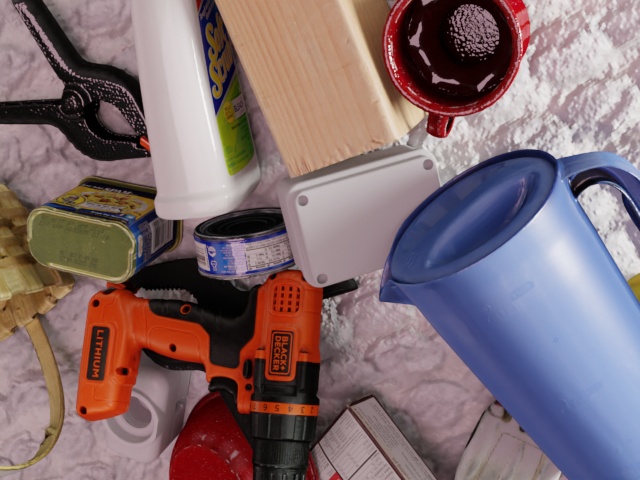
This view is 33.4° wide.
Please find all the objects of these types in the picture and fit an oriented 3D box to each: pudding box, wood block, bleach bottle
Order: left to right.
[{"bbox_3d":[-0.103,-0.149,0.785,0.068,0.102,0.251,-4,108,17],"label":"bleach bottle"},{"bbox_3d":[-0.009,-0.162,0.753,0.091,0.090,0.206,-17,103,26],"label":"wood block"},{"bbox_3d":[0.042,0.197,0.869,0.113,0.039,0.090,51,126,21],"label":"pudding box"}]

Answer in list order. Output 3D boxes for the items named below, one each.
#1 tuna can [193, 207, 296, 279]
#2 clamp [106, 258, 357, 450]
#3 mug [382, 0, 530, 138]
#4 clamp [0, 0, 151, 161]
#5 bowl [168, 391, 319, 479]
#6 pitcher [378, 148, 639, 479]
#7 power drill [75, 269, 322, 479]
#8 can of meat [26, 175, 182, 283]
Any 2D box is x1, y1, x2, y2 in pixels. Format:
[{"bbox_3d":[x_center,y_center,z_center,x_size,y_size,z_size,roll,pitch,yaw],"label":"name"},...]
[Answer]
[{"bbox_3d":[-0.055,0.001,0.832,0.086,0.086,0.034,-2,107,21],"label":"tuna can"},{"bbox_3d":[-0.079,0.065,0.879,0.210,0.036,0.164,29,90,19],"label":"clamp"},{"bbox_3d":[0.095,-0.127,0.731,0.093,0.081,0.117,15,113,15],"label":"mug"},{"bbox_3d":[-0.197,-0.126,0.866,0.171,0.039,0.120,21,120,5],"label":"clamp"},{"bbox_3d":[-0.078,0.210,0.907,0.162,0.055,0.162,9,106,36],"label":"bowl"},{"bbox_3d":[0.171,0.061,0.728,0.242,0.144,0.149,51,154,-20],"label":"pitcher"},{"bbox_3d":[-0.091,0.110,0.828,0.188,0.057,0.184,3,80,12],"label":"power drill"},{"bbox_3d":[-0.176,-0.009,0.875,0.102,0.083,0.057,11,112,16],"label":"can of meat"}]
